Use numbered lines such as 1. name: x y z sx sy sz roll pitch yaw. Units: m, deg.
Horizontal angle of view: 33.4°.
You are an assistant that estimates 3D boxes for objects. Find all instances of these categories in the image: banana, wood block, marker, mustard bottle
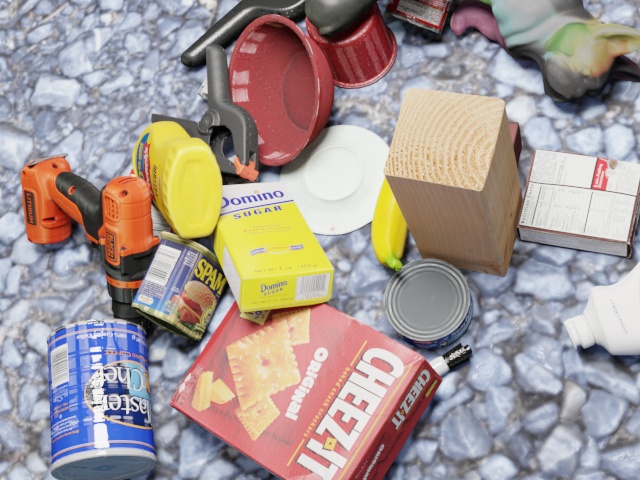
1. banana: 0.088 -0.050 1.099 0.070 0.037 0.197 -16 53 53
2. wood block: 0.131 -0.050 1.003 0.091 0.206 0.090 10 71 20
3. marker: 0.094 0.136 1.040 0.121 0.020 0.020 -31 63 2
4. mustard bottle: -0.157 -0.073 1.115 0.058 0.096 0.192 -9 21 -20

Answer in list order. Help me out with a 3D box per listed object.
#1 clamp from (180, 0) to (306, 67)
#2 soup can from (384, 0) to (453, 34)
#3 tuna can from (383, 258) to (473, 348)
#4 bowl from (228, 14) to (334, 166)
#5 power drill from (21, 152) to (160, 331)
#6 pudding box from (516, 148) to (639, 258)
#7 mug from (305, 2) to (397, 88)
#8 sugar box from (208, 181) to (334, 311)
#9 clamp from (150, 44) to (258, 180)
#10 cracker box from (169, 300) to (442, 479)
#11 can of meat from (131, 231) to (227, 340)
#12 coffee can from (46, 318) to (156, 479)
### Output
1. clamp: -0.075 -0.284 1.258 0.210 0.036 0.164 -4 66 14
2. soup can: 0.119 -0.285 1.162 0.069 0.068 0.102 28 104 24
3. tuna can: 0.108 0.063 1.059 0.086 0.033 0.086 -6 66 14
4. bowl: -0.035 -0.162 1.158 0.162 0.055 0.162 9 102 49
5. power drill: -0.244 -0.002 1.145 0.188 0.184 0.057 25 33 36
6. pudding box: 0.258 -0.038 1.055 0.114 0.039 0.090 10 71 22
7. mug: 0.027 -0.237 1.183 0.093 0.081 0.117 -29 63 3
8. sugar box: -0.057 0.001 1.070 0.093 0.048 0.176 -6 35 -19
9. clamp: -0.111 -0.135 1.164 0.172 0.039 0.120 43 110 34
10. cracker box: -0.018 0.144 1.026 0.214 0.072 0.164 26 76 33
11. can of meat: -0.143 0.050 1.101 0.057 0.102 0.084 18 76 24
12. coffee can: -0.222 0.163 1.075 0.103 0.102 0.140 -14 64 10
